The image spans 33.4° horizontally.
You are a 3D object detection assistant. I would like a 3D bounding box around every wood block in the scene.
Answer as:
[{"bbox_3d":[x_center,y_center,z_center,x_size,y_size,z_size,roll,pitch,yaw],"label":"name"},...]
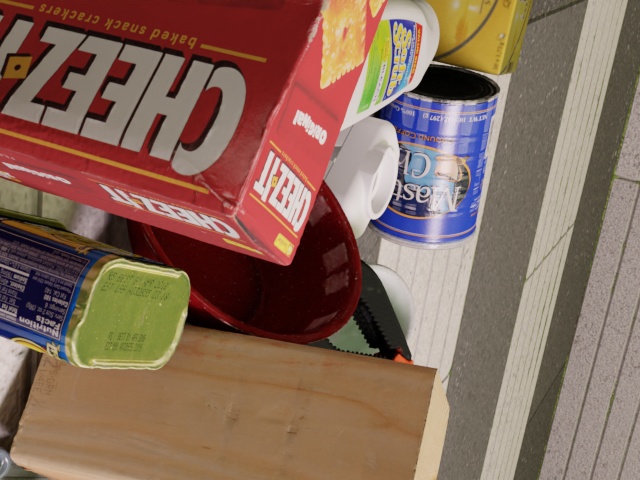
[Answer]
[{"bbox_3d":[-0.043,0.104,0.570,0.091,0.206,0.090,65,37,-65],"label":"wood block"}]

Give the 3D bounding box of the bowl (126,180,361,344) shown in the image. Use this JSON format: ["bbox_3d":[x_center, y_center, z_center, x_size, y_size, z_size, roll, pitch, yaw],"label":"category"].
[{"bbox_3d":[-0.054,0.001,0.621,0.055,0.162,0.161,-41,180,36],"label":"bowl"}]

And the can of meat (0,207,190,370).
[{"bbox_3d":[-0.120,0.024,0.508,0.102,0.084,0.057,18,89,-69],"label":"can of meat"}]

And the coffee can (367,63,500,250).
[{"bbox_3d":[0.099,-0.076,0.956,0.102,0.103,0.140,-40,141,-55],"label":"coffee can"}]

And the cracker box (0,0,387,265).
[{"bbox_3d":[-0.056,-0.117,0.449,0.213,0.164,0.072,-69,157,-11],"label":"cracker box"}]
